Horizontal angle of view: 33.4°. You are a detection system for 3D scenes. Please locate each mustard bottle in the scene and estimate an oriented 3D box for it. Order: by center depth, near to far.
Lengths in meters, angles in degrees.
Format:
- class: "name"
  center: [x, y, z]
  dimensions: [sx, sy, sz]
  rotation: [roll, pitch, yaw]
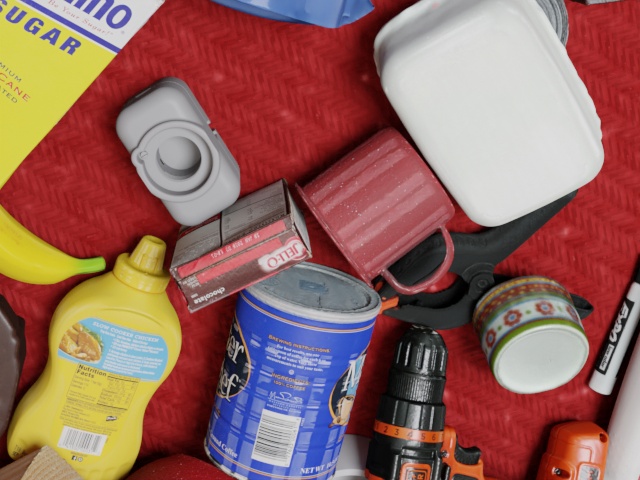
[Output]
- class: "mustard bottle"
  center: [-0.157, 0.084, 0.790]
  dimensions: [0.096, 0.058, 0.192]
  rotation: [19, 106, -21]

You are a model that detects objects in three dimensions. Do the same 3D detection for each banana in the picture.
- class: "banana"
  center: [-0.240, -0.036, 0.760]
  dimensions: [0.069, 0.037, 0.197]
  rotation: [-42, 110, -18]

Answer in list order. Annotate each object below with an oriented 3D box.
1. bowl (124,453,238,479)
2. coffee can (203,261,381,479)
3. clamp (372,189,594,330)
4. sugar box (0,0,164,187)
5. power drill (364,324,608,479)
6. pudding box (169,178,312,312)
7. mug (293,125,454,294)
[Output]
- class: "bowl"
  center: [-0.082, 0.206, 0.806]
  dimensions: [0.162, 0.162, 0.055]
  rotation: [32, 69, -13]
- class: "coffee can"
  center: [-0.022, 0.096, 0.781]
  dimensions: [0.102, 0.103, 0.140]
  rotation: [11, 107, -8]
- class: "clamp"
  center: [0.122, 0.015, 0.799]
  dimensions: [0.171, 0.039, 0.120]
  rotation: [-7, 111, -5]
- class: "sugar box"
  center: [-0.184, -0.112, 0.642]
  dimensions: [0.093, 0.048, 0.176]
  rotation: [40, 102, -15]
- class: "power drill"
  center: [0.125, 0.165, 0.817]
  dimensions: [0.187, 0.057, 0.184]
  rotation: [10, 90, -18]
- class: "pudding box"
  center: [-0.055, 0.001, 0.743]
  dimensions: [0.090, 0.113, 0.039]
  rotation: [-24, 108, 4]
- class: "mug"
  center: [0.047, -0.017, 0.752]
  dimensions: [0.081, 0.093, 0.117]
  rotation: [-37, 77, 2]
